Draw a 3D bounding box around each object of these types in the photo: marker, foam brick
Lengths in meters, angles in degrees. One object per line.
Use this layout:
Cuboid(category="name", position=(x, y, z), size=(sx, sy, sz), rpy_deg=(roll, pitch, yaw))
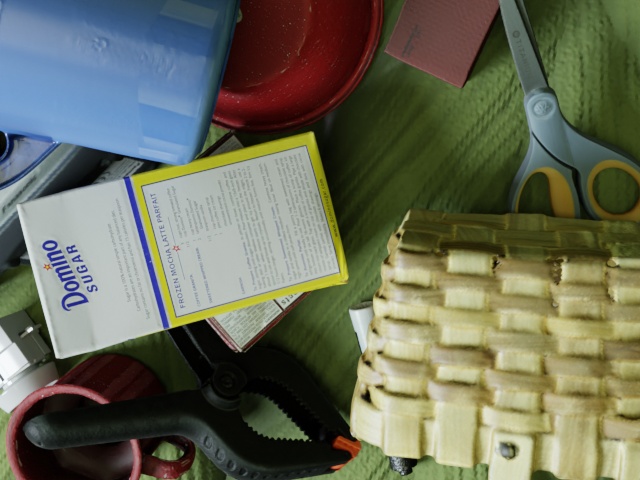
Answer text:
Cuboid(category="marker", position=(0.043, 0.100, 0.709), size=(0.020, 0.020, 0.121), rpy_deg=(-12, 101, 13))
Cuboid(category="foam brick", position=(0.078, -0.136, 0.628), size=(0.053, 0.051, 0.078), rpy_deg=(26, 107, 5))

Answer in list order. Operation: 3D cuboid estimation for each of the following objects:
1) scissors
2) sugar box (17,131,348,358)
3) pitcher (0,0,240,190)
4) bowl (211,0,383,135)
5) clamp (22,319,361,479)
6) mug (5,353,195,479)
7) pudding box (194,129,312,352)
Cuboid(category="scissors", position=(0.148, -0.075, 0.623), size=(0.096, 0.016, 0.202), rpy_deg=(-4, 119, 3))
Cuboid(category="sugar box", position=(-0.079, 0.002, 0.628), size=(0.176, 0.048, 0.093), rpy_deg=(-14, 88, -9))
Cuboid(category="pitcher", position=(-0.173, -0.108, 0.564), size=(0.242, 0.145, 0.149), rpy_deg=(14, 141, -9))
Cuboid(category="bowl", position=(-0.045, -0.141, 0.649), size=(0.162, 0.055, 0.162), rpy_deg=(3, 104, 11))
Cuboid(category="clamp", position=(-0.069, 0.088, 0.692), size=(0.209, 0.164, 0.036), rpy_deg=(22, 141, -16))
Cuboid(category="mug", position=(-0.140, 0.130, 0.720), size=(0.117, 0.081, 0.093), rpy_deg=(14, 106, 7))
Cuboid(category="pudding box", position=(-0.055, 0.001, 0.677), size=(0.090, 0.039, 0.113), rpy_deg=(-41, 95, -12))
